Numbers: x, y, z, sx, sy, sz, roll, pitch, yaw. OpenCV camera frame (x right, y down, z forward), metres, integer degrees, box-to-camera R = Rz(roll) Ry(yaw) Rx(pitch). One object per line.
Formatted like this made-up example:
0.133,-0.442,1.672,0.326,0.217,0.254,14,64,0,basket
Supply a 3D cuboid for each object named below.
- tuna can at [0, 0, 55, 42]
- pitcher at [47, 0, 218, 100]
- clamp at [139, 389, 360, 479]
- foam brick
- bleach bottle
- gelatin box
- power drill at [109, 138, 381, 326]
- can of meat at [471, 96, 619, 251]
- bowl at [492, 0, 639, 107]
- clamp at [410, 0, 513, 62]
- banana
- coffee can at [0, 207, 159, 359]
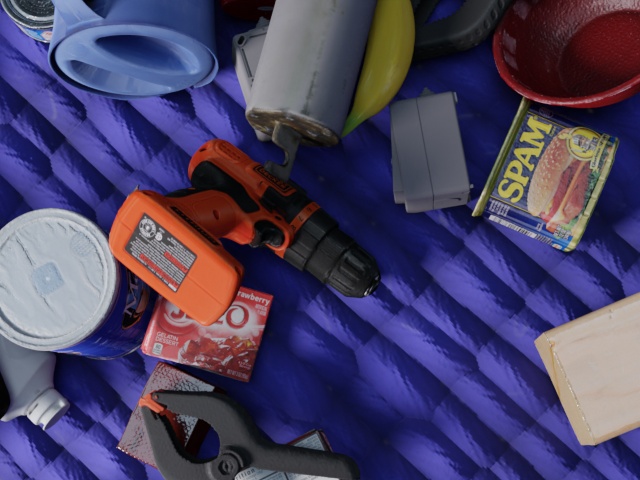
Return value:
-0.235,-0.218,0.929,0.086,0.033,0.086,-1,81,6,tuna can
-0.154,-0.249,0.863,0.144,0.149,0.243,4,72,-19,pitcher
-0.058,0.164,0.801,0.120,0.039,0.171,-42,90,-9,clamp
-0.117,0.141,0.849,0.053,0.051,0.078,25,84,10,foam brick
-0.299,0.054,0.879,0.251,0.068,0.102,42,87,8,bleach bottle
-0.090,0.066,0.853,0.089,0.030,0.073,18,82,-16,gelatin box
-0.055,0.001,0.803,0.184,0.187,0.057,36,114,11,power drill
0.179,-0.051,0.846,0.084,0.057,0.102,24,85,6,can of meat
0.220,-0.162,0.840,0.162,0.055,0.162,-18,54,26,bowl
0.141,-0.212,0.862,0.210,0.036,0.165,-44,54,8,clamp
0.042,-0.176,0.859,0.070,0.037,0.198,-7,60,17,banana
-0.188,0.038,0.828,0.103,0.140,0.103,-1,81,6,coffee can
